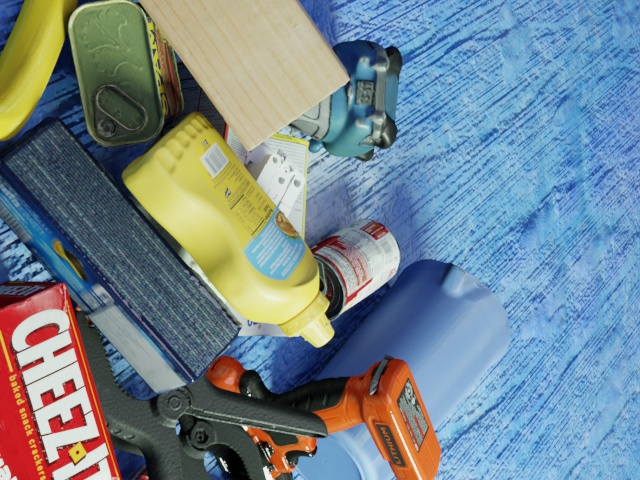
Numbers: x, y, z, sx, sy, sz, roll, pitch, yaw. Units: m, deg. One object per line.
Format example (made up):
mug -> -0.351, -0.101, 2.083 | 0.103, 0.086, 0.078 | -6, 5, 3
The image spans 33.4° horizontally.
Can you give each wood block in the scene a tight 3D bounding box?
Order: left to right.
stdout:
wood block -> -0.074, -0.178, 0.764 | 0.206, 0.090, 0.091 | 54, 9, -12

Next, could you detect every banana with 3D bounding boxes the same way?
banana -> -0.197, -0.137, 0.734 | 0.037, 0.070, 0.197 | 23, 58, -15

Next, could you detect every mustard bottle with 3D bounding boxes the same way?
mustard bottle -> -0.055, 0.001, 0.775 | 0.191, 0.058, 0.096 | 50, 27, -11

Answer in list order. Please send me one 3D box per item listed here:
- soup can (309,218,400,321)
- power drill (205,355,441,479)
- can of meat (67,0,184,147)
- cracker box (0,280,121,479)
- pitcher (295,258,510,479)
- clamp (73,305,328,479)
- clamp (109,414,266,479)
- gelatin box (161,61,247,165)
soup can -> 0.022, 0.026, 1.006 | 0.102, 0.069, 0.068 | -31, 114, -48
power drill -> 0.000, 0.172, 0.884 | 0.184, 0.188, 0.057 | 67, 28, -23
can of meat -> -0.140, -0.125, 0.785 | 0.084, 0.057, 0.102 | -68, 150, -77
cracker box -> -0.237, 0.136, 0.673 | 0.213, 0.072, 0.164 | -28, 111, -48
pitcher -> 0.070, 0.142, 1.031 | 0.242, 0.145, 0.149 | -43, 110, -39
clamp -> -0.102, 0.121, 0.792 | 0.164, 0.036, 0.210 | -35, 87, -30
clamp -> -0.110, 0.157, 0.820 | 0.120, 0.039, 0.171 | -37, 87, -35
gelatin box -> -0.090, -0.102, 0.859 | 0.030, 0.073, 0.089 | 21, 73, -51
